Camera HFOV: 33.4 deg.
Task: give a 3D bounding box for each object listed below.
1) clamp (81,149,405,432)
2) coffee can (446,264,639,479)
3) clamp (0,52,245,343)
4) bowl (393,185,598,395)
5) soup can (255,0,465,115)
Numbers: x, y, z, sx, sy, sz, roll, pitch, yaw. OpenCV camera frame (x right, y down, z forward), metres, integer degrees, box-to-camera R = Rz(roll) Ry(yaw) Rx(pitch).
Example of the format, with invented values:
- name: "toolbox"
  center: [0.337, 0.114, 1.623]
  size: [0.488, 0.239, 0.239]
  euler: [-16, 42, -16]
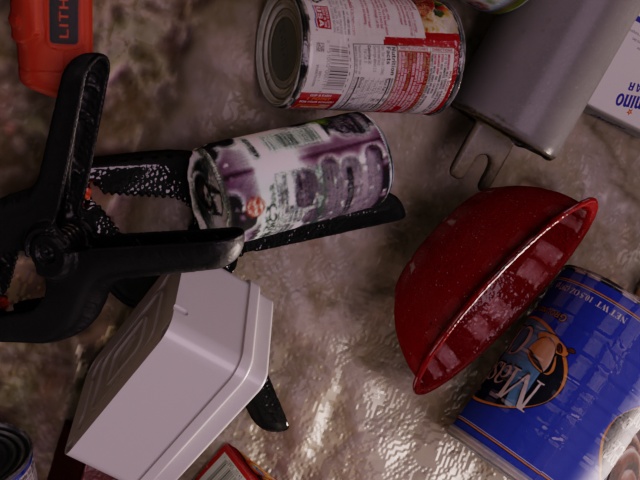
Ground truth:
- name: "clamp"
  center: [-0.054, 0.001, 0.618]
  size: [0.209, 0.036, 0.164]
  euler: [36, 86, -29]
- name: "coffee can"
  center: [0.166, 0.102, 0.716]
  size: [0.102, 0.103, 0.140]
  euler: [39, 84, -29]
- name: "clamp"
  center: [-0.130, -0.010, 0.533]
  size: [0.172, 0.039, 0.120]
  euler: [-29, 88, 24]
- name: "bowl"
  center: [0.097, 0.020, 0.661]
  size: [0.162, 0.055, 0.162]
  euler: [-40, 161, -17]
- name: "soup can"
  center: [0.022, -0.107, 0.609]
  size: [0.102, 0.069, 0.068]
  euler: [-1, 104, -26]
